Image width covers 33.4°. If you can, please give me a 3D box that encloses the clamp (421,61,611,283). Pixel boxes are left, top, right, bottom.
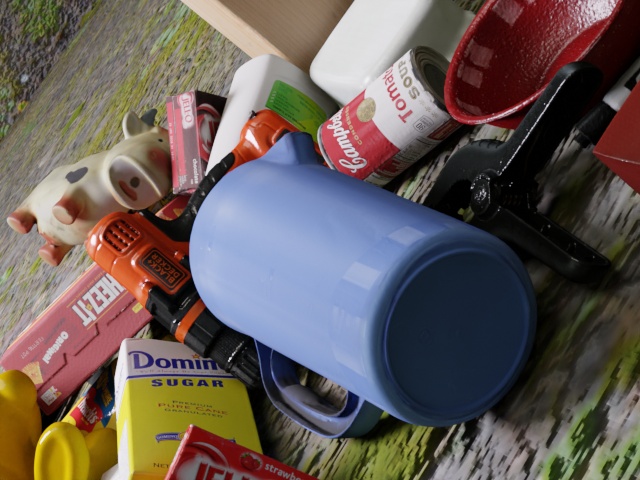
[{"bbox_3d":[0.112,-0.018,0.625,0.172,0.039,0.120,142,135,-60],"label":"clamp"}]

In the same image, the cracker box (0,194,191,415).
[{"bbox_3d":[-0.171,0.041,0.960,0.164,0.072,0.213,-42,4,24],"label":"cracker box"}]

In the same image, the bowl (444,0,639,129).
[{"bbox_3d":[0.155,-0.127,0.688,0.162,0.055,0.162,-41,27,26],"label":"bowl"}]

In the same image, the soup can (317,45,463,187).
[{"bbox_3d":[0.057,-0.090,0.804,0.102,0.068,0.068,-38,29,32],"label":"soup can"}]

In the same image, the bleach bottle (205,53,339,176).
[{"bbox_3d":[-0.054,-0.037,0.922,0.068,0.102,0.250,-22,45,43],"label":"bleach bottle"}]

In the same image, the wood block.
[{"bbox_3d":[-0.046,-0.223,0.998,0.091,0.206,0.090,-57,24,-6],"label":"wood block"}]

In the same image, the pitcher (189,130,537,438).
[{"bbox_3d":[0.019,0.036,0.654,0.145,0.149,0.243,-43,25,-12],"label":"pitcher"}]

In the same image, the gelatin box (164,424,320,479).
[{"bbox_3d":[-0.054,0.162,0.644,0.030,0.089,0.073,119,175,-63],"label":"gelatin box"}]

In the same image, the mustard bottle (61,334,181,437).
[{"bbox_3d":[-0.184,0.158,0.928,0.192,0.058,0.096,-50,26,9],"label":"mustard bottle"}]

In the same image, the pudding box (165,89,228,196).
[{"bbox_3d":[-0.094,-0.085,0.980,0.039,0.113,0.090,-6,86,26],"label":"pudding box"}]

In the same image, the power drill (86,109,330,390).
[{"bbox_3d":[-0.055,0.001,0.819,0.187,0.184,0.057,-47,-11,-25],"label":"power drill"}]

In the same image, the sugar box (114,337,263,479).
[{"bbox_3d":[-0.095,0.130,0.751,0.176,0.093,0.048,-114,37,-61],"label":"sugar box"}]
